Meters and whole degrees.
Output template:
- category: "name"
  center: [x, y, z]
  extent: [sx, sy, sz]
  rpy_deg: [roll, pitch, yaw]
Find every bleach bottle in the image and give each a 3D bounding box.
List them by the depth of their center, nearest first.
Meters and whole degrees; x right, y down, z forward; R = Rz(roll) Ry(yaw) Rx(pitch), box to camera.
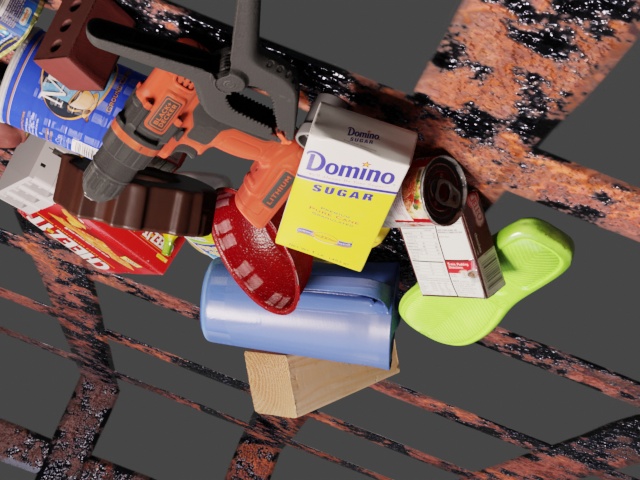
- category: "bleach bottle"
  center: [-0.113, -0.005, 1.369]
  extent: [0.103, 0.068, 0.250]
  rpy_deg: [7, 159, 24]

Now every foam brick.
- category: "foam brick"
  center: [-0.216, -0.183, 0.979]
  extent: [0.053, 0.078, 0.051]
  rpy_deg: [5, 157, 38]

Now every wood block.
- category: "wood block"
  center: [0.005, 0.172, 1.503]
  extent: [0.205, 0.090, 0.091]
  rpy_deg: [-16, -170, -42]

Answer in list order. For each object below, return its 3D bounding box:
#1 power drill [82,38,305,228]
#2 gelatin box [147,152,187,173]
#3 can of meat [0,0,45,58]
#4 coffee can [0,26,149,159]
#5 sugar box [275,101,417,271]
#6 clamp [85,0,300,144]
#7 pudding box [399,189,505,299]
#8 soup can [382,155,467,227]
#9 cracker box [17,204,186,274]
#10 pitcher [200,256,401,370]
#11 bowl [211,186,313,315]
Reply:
- category: "power drill"
  center: [-0.115, -0.082, 1.036]
  extent: [0.187, 0.185, 0.057]
  rpy_deg: [27, -157, -34]
- category: "gelatin box"
  center: [-0.205, -0.107, 1.239]
  extent: [0.089, 0.030, 0.073]
  rpy_deg: [26, 159, -16]
- category: "can of meat"
  center: [-0.322, -0.222, 1.017]
  extent: [0.083, 0.057, 0.102]
  rpy_deg: [31, 158, -29]
- category: "coffee can"
  center: [-0.241, -0.140, 1.078]
  extent: [0.140, 0.102, 0.103]
  rpy_deg: [23, 161, -6]
- category: "sugar box"
  center: [0.020, -0.045, 0.987]
  extent: [0.093, 0.048, 0.176]
  rpy_deg: [18, 147, -1]
- category: "clamp"
  center: [-0.089, -0.149, 0.924]
  extent: [0.165, 0.036, 0.209]
  rpy_deg: [-10, 146, 20]
- category: "pudding box"
  center: [0.131, 0.004, 1.099]
  extent: [0.090, 0.039, 0.113]
  rpy_deg: [1, 116, 46]
- category: "soup can"
  center: [0.083, -0.047, 1.044]
  extent: [0.102, 0.068, 0.068]
  rpy_deg: [0, 152, 46]
- category: "cracker box"
  center: [-0.301, -0.023, 1.450]
  extent: [0.164, 0.072, 0.214]
  rpy_deg: [40, 159, -25]
- category: "pitcher"
  center: [-0.022, 0.079, 1.316]
  extent: [0.243, 0.145, 0.149]
  rpy_deg: [5, 116, 7]
- category: "bowl"
  center: [-0.058, 0.001, 1.197]
  extent: [0.162, 0.055, 0.162]
  rpy_deg: [37, 145, 32]
